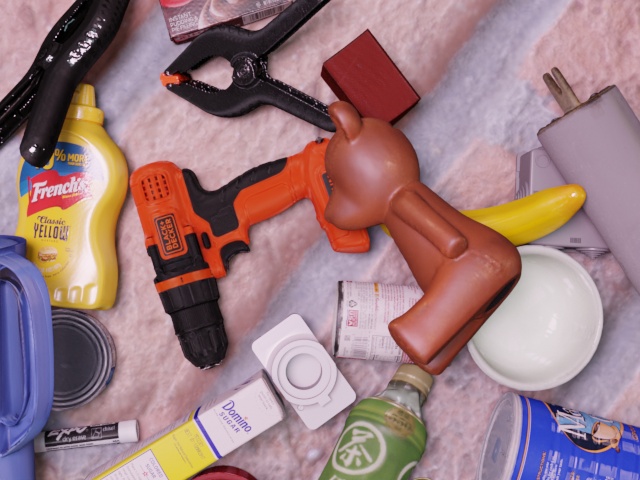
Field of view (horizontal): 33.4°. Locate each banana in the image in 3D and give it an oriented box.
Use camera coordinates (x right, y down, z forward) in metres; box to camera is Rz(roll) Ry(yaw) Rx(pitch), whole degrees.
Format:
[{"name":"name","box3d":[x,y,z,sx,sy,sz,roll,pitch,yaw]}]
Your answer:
[{"name":"banana","box3d":[0.129,-0.017,0.905,0.198,0.069,0.037,0,56,25]}]

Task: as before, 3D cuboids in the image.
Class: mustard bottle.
[{"name":"mustard bottle","box3d":[-0.214,-0.039,0.913,0.096,0.058,0.191,5,86,18]}]

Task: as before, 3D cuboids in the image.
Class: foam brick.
[{"name":"foam brick","box3d":[0.043,-0.134,0.931,0.051,0.053,0.078,-37,89,-3]}]

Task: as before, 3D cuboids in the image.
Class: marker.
[{"name":"marker","box3d":[-0.219,0.172,0.924,0.121,0.020,0.020,-7,87,-2]}]

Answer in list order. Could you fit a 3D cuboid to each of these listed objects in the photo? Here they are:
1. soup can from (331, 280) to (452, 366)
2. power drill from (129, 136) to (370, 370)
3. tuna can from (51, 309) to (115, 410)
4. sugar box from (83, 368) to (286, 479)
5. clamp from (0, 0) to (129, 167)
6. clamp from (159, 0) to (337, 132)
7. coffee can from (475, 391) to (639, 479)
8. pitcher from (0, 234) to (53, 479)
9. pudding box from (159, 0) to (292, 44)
[{"name":"soup can","box3d":[0.063,0.071,0.914,0.102,0.068,0.068,4,87,-1]},{"name":"power drill","box3d":[-0.056,0.001,0.918,0.187,0.057,0.184,-17,88,-3]},{"name":"tuna can","box3d":[-0.220,0.102,0.920,0.086,0.034,0.086,0,87,-2]},{"name":"sugar box","box3d":[-0.112,0.172,0.891,0.176,0.093,0.048,-29,89,-3]},{"name":"clamp","box3d":[-0.216,-0.141,0.890,0.036,0.165,0.210,40,76,-33]},{"name":"clamp","box3d":[-0.052,-0.138,0.911,0.172,0.039,0.120,-12,93,24]},{"name":"coffee can","box3d":[0.212,0.194,0.895,0.140,0.103,0.103,15,87,-1]},{"name":"pitcher","box3d":[-0.282,0.118,0.842,0.144,0.149,0.243,-6,98,-15]},{"name":"pudding box","box3d":[-0.090,-0.232,0.938,0.113,0.039,0.090,-17,87,-3]}]
